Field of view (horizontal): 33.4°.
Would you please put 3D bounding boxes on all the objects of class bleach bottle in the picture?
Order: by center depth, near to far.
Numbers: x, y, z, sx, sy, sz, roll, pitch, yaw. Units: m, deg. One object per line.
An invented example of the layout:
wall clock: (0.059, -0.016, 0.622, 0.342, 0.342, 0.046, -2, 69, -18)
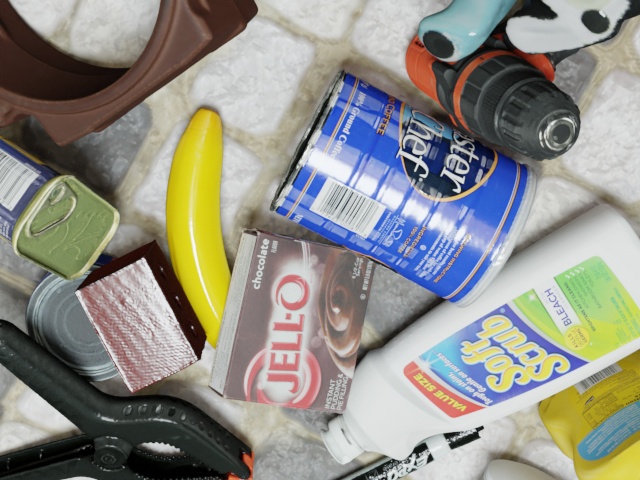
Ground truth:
bleach bottle: (0.116, 0.082, 0.731, 0.251, 0.068, 0.102, -34, 99, 8)

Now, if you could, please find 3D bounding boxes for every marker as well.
marker: (0.062, 0.158, 0.765, 0.121, 0.020, 0.020, -28, 100, 4)

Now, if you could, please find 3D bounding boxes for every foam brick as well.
foam brick: (-0.114, 0.049, 0.688, 0.051, 0.053, 0.078, -26, 101, 4)

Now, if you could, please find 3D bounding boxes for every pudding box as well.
pudding box: (-0.019, 0.054, 0.712, 0.089, 0.039, 0.113, 11, 89, -26)

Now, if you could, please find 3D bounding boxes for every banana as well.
banana: (-0.069, 0.012, 0.729, 0.069, 0.037, 0.198, -26, 104, -23)

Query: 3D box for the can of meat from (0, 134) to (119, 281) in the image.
can of meat: (-0.187, -0.027, 0.672, 0.084, 0.102, 0.057, 33, 84, 17)

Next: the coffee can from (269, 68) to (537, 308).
coffee can: (0.052, -0.033, 0.686, 0.140, 0.103, 0.103, 27, 99, -6)

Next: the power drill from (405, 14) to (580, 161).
power drill: (0.157, -0.125, 0.639, 0.187, 0.184, 0.057, -30, 120, -4)

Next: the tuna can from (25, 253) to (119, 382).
tuna can: (-0.157, 0.053, 0.733, 0.086, 0.034, 0.086, 0, 101, -1)

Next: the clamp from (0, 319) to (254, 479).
clamp: (-0.151, 0.143, 0.738, 0.209, 0.036, 0.165, 20, 126, -15)
